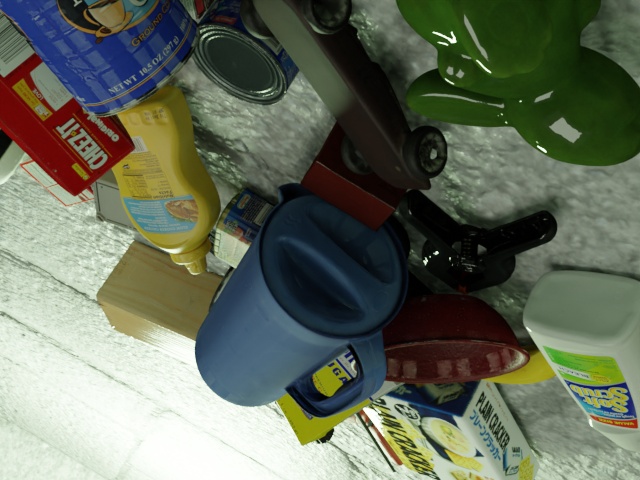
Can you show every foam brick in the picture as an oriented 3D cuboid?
[{"bbox_3d":[0.032,-0.054,0.868,0.078,0.053,0.051,32,155,-4],"label":"foam brick"}]

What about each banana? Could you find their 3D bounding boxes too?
[{"bbox_3d":[0.172,0.110,1.045,0.198,0.037,0.069,-8,118,51],"label":"banana"}]

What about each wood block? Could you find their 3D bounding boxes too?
[{"bbox_3d":[-0.153,0.091,1.287,0.206,0.090,0.091,22,152,18],"label":"wood block"}]

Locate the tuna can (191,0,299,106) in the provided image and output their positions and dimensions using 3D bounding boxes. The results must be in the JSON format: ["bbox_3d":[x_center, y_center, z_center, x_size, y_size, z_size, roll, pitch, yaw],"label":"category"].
[{"bbox_3d":[-0.057,-0.145,0.819,0.086,0.033,0.086,24,154,12],"label":"tuna can"}]

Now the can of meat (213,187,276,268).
[{"bbox_3d":[-0.057,0.001,1.061,0.084,0.057,0.102,30,154,6],"label":"can of meat"}]

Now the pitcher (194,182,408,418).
[{"bbox_3d":[-0.027,0.075,0.953,0.145,0.149,0.243,26,147,-10],"label":"pitcher"}]

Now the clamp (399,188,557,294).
[{"bbox_3d":[0.114,0.003,0.879,0.120,0.039,0.171,19,158,1],"label":"clamp"}]

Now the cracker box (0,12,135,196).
[{"bbox_3d":[-0.245,-0.149,0.855,0.164,0.072,0.214,51,179,-37],"label":"cracker box"}]

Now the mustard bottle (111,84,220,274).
[{"bbox_3d":[-0.144,-0.050,0.993,0.096,0.058,0.191,-1,124,26],"label":"mustard bottle"}]

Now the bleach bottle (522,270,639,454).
[{"bbox_3d":[0.264,0.123,0.938,0.103,0.068,0.250,8,149,39],"label":"bleach bottle"}]

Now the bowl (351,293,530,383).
[{"bbox_3d":[0.108,0.087,0.974,0.162,0.055,0.162,-1,160,-1],"label":"bowl"}]

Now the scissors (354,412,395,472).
[{"bbox_3d":[0.027,0.183,1.250,0.202,0.016,0.096,58,171,7],"label":"scissors"}]

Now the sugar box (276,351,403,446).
[{"bbox_3d":[0.017,0.145,1.151,0.177,0.048,0.093,-43,74,44],"label":"sugar box"}]

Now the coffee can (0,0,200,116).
[{"bbox_3d":[-0.162,-0.169,0.717,0.103,0.102,0.140,4,142,42],"label":"coffee can"}]

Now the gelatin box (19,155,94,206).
[{"bbox_3d":[-0.285,-0.076,1.191,0.073,0.030,0.089,44,151,-25],"label":"gelatin box"}]
